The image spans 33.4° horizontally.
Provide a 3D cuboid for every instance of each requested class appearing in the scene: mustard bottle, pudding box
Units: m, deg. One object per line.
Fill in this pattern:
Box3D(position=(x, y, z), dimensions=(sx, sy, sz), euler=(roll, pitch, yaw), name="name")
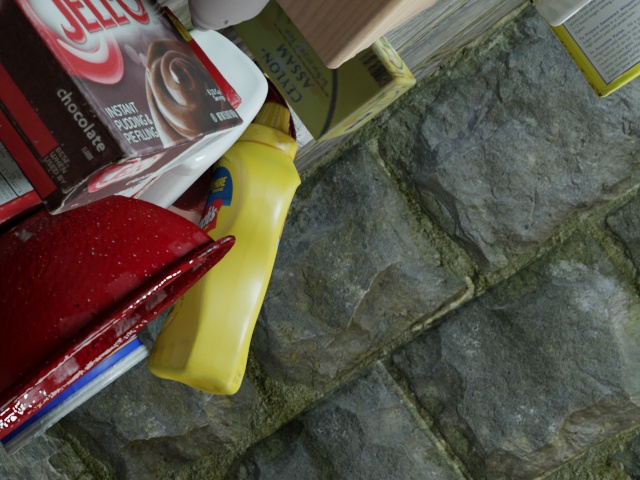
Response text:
Box3D(position=(-0.055, 0.001, 0.689), dimensions=(0.096, 0.058, 0.191), euler=(154, -45, -72), name="mustard bottle")
Box3D(position=(-0.080, -0.062, 0.361), dimensions=(0.039, 0.090, 0.113), euler=(-34, -178, 15), name="pudding box")

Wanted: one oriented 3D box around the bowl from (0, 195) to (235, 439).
Box3D(position=(-0.113, 0.030, 0.430), dimensions=(0.162, 0.055, 0.162), euler=(-39, 180, 0), name="bowl")
